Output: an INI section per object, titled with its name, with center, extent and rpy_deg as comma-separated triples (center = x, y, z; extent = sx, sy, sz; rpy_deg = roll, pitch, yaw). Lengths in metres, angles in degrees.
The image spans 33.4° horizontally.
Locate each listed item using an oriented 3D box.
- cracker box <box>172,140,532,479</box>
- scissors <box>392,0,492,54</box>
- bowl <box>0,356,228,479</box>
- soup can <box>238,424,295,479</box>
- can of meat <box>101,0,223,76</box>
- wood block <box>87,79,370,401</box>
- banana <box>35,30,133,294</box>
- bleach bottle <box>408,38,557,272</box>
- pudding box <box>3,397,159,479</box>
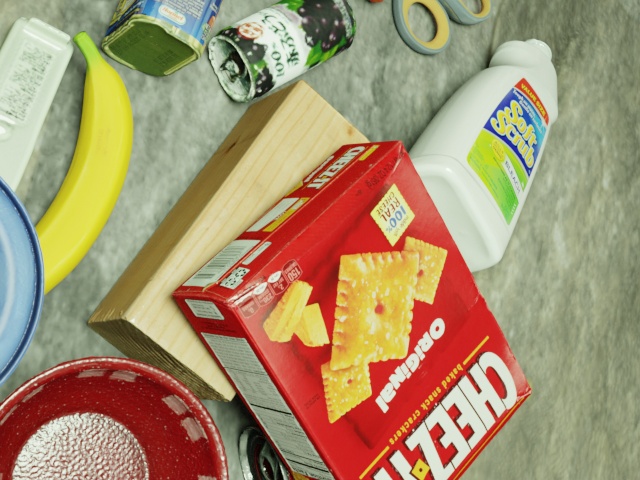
[cracker box]
center = 0.031, 0.068, 0.690
extent = 0.164, 0.072, 0.213
rpy_deg = -42, 114, -27
[scissors]
center = 0.052, -0.228, 0.862
extent = 0.201, 0.016, 0.096
rpy_deg = 33, 75, -15
[bowl]
center = -0.140, 0.151, 0.649
extent = 0.161, 0.055, 0.162
rpy_deg = 2, 85, -26
[soup can]
center = 0.002, 0.151, 0.763
extent = 0.102, 0.069, 0.068
rpy_deg = -15, 91, -29
[can of meat]
center = -0.102, -0.164, 0.725
extent = 0.057, 0.102, 0.084
rpy_deg = 26, 75, -23
[wood block]
center = -0.055, 0.000, 0.736
extent = 0.090, 0.091, 0.206
rpy_deg = 41, 68, -18
[banana]
center = -0.167, -0.035, 0.710
extent = 0.069, 0.037, 0.198
rpy_deg = 23, 77, -31
[bleach bottle]
center = 0.133, -0.089, 0.832
extent = 0.102, 0.068, 0.250
rpy_deg = 55, 43, -24
[pudding box]
center = -0.162, 0.156, 0.691
extent = 0.090, 0.039, 0.113
rpy_deg = 21, 74, -24
